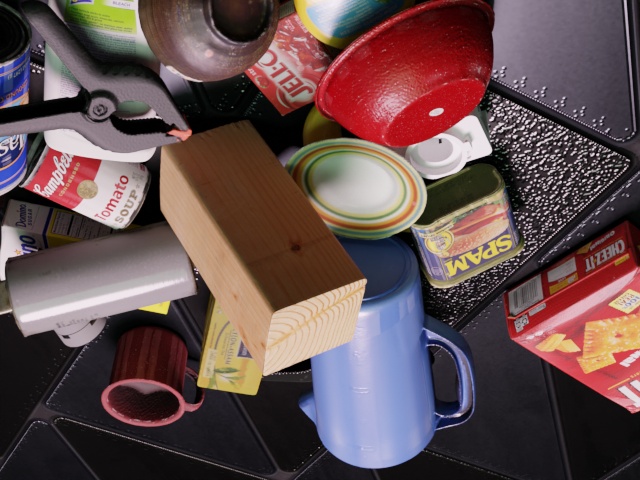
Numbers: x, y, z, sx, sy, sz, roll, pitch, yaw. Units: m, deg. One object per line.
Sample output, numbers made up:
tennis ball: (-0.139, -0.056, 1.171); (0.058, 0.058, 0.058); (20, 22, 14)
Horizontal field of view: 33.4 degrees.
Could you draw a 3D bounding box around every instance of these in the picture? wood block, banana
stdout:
wood block: (-0.056, 0.001, 0.930); (0.090, 0.206, 0.090); (-19, 144, -24)
banana: (0.033, -0.063, 0.993); (0.070, 0.037, 0.197); (-15, 135, 20)

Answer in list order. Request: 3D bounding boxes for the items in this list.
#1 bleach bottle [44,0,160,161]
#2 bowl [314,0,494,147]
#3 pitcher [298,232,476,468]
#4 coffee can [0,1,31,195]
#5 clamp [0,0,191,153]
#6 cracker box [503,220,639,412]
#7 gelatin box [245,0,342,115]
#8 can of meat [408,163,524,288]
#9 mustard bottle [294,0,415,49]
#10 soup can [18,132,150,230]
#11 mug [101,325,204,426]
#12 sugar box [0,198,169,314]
bleach bottle: (-0.167, -0.178, 0.858); (0.102, 0.068, 0.251); (6, 135, -13)
bowl: (0.079, -0.123, 0.856); (0.162, 0.055, 0.162); (-23, 161, -9)
pitcher: (0.059, 0.108, 1.064); (0.149, 0.145, 0.243); (-28, 138, -19)
coffee can: (-0.295, -0.118, 0.891); (0.102, 0.103, 0.140); (9, 133, -8)
clamp: (-0.188, -0.107, 0.849); (0.171, 0.039, 0.120); (27, 121, -34)
cracker box: (0.325, 0.088, 1.122); (0.213, 0.072, 0.164); (31, 131, -29)
gelatin box: (-0.025, -0.154, 0.900); (0.073, 0.030, 0.089); (-21, 133, 24)
can of meat: (0.135, -0.016, 1.013); (0.102, 0.057, 0.084); (-25, 131, 0)
mustard bottle: (0.021, -0.204, 0.822); (0.096, 0.058, 0.191); (-26, 132, 13)
soup can: (-0.217, -0.059, 0.985); (0.102, 0.068, 0.069); (27, 132, -25)
mug: (-0.184, 0.155, 1.209); (0.117, 0.081, 0.093); (22, 134, -20)
sugar box: (-0.235, 0.019, 1.088); (0.176, 0.048, 0.093); (9, 137, -10)
